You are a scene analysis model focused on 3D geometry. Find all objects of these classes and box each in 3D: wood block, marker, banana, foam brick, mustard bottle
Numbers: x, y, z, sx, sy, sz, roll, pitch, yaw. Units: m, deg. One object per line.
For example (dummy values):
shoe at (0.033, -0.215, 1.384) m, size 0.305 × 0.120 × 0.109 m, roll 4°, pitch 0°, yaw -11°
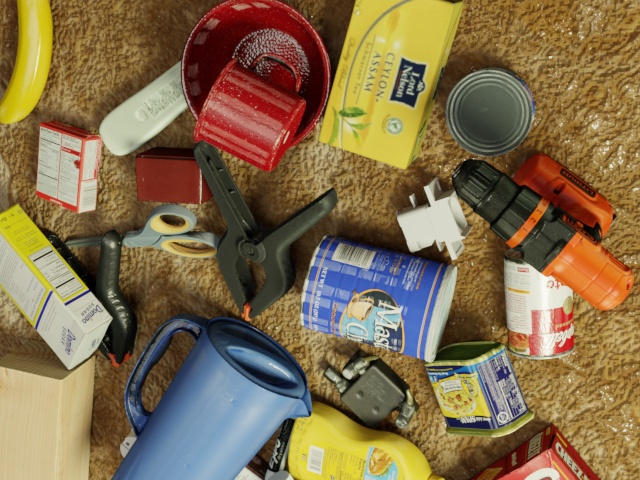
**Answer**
wood block at (-0.334, 0.236, 1.280) m, size 0.091 × 0.090 × 0.206 m, roll 11°, pitch 107°, yaw 13°
marker at (-0.046, 0.244, 1.210) m, size 0.020 × 0.020 × 0.121 m, roll 18°, pitch 87°, yaw 11°
banana at (-0.330, -0.207, 1.183) m, size 0.069 × 0.037 × 0.198 m, roll 24°, pitch 110°, yaw 8°
foam brick at (-0.155, -0.071, 1.161) m, size 0.078 × 0.053 × 0.051 m, roll 4°, pitch 106°, yaw 16°
mustard bottle at (0.059, 0.250, 1.162) m, size 0.192 × 0.058 × 0.096 m, roll 18°, pitch 113°, yaw 25°

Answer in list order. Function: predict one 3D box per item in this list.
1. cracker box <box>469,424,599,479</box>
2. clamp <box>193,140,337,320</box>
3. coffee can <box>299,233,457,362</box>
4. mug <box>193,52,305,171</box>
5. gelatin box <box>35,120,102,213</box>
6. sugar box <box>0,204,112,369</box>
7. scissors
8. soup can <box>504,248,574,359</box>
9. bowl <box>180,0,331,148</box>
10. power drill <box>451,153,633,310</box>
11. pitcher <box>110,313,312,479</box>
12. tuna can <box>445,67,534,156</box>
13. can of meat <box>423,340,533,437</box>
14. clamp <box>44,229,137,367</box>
cracker box at (0.215, 0.328, 1.151) m, size 0.214 × 0.072 × 0.164 m, roll -39°, pitch 92°, yaw 21°
clamp at (-0.057, 0.001, 1.125) m, size 0.165 × 0.036 × 0.210 m, roll 18°, pitch 128°, yaw 24°
coffee can at (0.061, 0.059, 1.105) m, size 0.140 × 0.102 × 0.103 m, roll 14°, pitch 109°, yaw 12°
mug at (-0.061, -0.129, 1.045) m, size 0.081 × 0.093 × 0.117 m, roll 27°, pitch 74°, yaw 3°
gelatin box at (-0.283, -0.083, 1.197) m, size 0.073 × 0.030 × 0.089 m, roll 20°, pitch 110°, yaw 32°
sugar box at (-0.315, 0.053, 1.217) m, size 0.176 × 0.048 × 0.093 m, roll 47°, pitch 140°, yaw 8°
scissors at (-0.208, -0.012, 1.189) m, size 0.202 × 0.016 × 0.096 m, roll 6°, pitch 145°, yaw 14°
soup can at (0.221, 0.060, 1.077) m, size 0.069 × 0.068 × 0.102 m, roll -1°, pitch 105°, yaw 17°
bowl at (-0.060, -0.172, 1.102) m, size 0.162 × 0.055 × 0.162 m, roll 4°, pitch 106°, yaw 15°
power drill at (0.208, -0.026, 0.993) m, size 0.184 × 0.187 × 0.057 m, roll 40°, pitch 113°, yaw 1°
pitcher at (-0.139, 0.207, 1.177) m, size 0.243 × 0.144 × 0.149 m, roll -54°, pitch 45°, yaw 15°
tuna can at (0.169, -0.128, 1.058) m, size 0.086 × 0.033 × 0.086 m, roll 4°, pitch 106°, yaw 15°
can of meat at (0.161, 0.153, 1.110) m, size 0.102 × 0.057 × 0.084 m, roll -12°, pitch 101°, yaw 57°
clamp at (-0.263, 0.062, 1.233) m, size 0.120 × 0.039 × 0.171 m, roll 10°, pitch 116°, yaw 38°
